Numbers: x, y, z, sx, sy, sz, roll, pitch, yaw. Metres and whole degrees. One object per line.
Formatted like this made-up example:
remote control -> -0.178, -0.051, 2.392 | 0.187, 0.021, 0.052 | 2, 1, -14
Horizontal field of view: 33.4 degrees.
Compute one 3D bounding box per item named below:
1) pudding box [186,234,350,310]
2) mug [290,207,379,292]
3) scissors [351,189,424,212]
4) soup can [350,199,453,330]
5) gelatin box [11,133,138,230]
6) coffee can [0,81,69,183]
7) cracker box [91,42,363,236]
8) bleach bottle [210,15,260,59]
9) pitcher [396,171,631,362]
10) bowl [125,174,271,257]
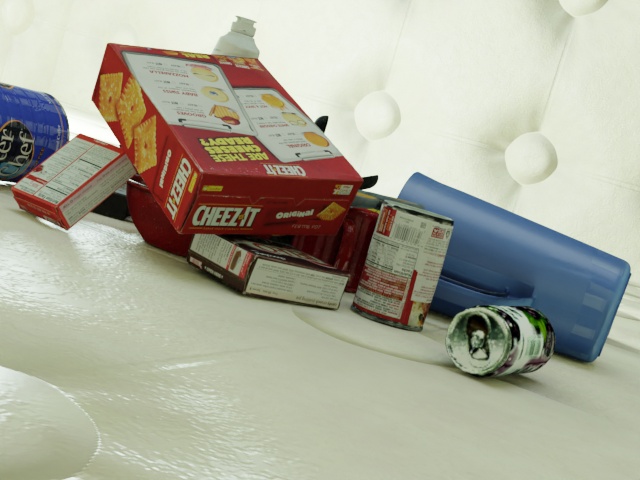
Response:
pudding box -> -0.045, 0.023, 0.914 | 0.113, 0.039, 0.090 | 11, 9, -43
mug -> 0.015, 0.003, 1.074 | 0.093, 0.081, 0.117 | 16, 5, -8
scissors -> 0.014, -0.047, 1.048 | 0.096, 0.016, 0.202 | 6, 7, -44
soup can -> 0.073, 0.021, 0.950 | 0.068, 0.102, 0.068 | 16, 6, -2
gelatin box -> -0.220, -0.053, 0.952 | 0.073, 0.089, 0.030 | 20, -36, 40
coffee can -> -0.338, -0.112, 1.075 | 0.103, 0.103, 0.140 | 19, 6, 28
cracker box -> -0.088, -0.090, 0.949 | 0.163, 0.072, 0.214 | 0, 37, -36
bleach bottle -> -0.122, -0.149, 1.305 | 0.068, 0.251, 0.103 | 13, 6, -30
pitcher -> 0.176, 0.034, 1.069 | 0.243, 0.149, 0.145 | 21, -24, 16
bowl -> -0.116, -0.016, 1.006 | 0.162, 0.055, 0.162 | 16, 5, -2
